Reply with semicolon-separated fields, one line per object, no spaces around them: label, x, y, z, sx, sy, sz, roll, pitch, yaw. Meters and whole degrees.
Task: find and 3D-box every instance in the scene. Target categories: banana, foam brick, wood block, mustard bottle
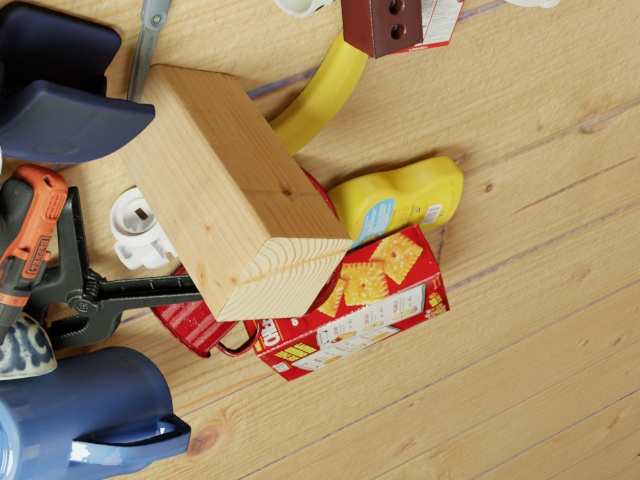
banana;-0.017;-0.122;0.974;0.198;0.037;0.069;-41;147;9
foam brick;0.050;-0.202;0.896;0.053;0.051;0.078;-23;126;-21
wood block;-0.076;-0.042;0.865;0.090;0.206;0.090;1;133;-43
mustard bottle;0.058;-0.033;1.142;0.191;0.058;0.096;-15;149;-29

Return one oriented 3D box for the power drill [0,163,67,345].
power drill;-0.275;0.023;0.800;0.184;0.057;0.187;-68;167;4

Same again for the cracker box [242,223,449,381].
cracker box;0.032;0.073;1.194;0.214;0.072;0.164;-24;160;3

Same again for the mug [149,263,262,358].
mug;-0.108;0.067;1.077;0.081;0.117;0.093;-44;-169;4

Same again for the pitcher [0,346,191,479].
pitcher;-0.243;0.176;0.996;0.149;0.145;0.242;-34;167;19

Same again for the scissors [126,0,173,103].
scissors;-0.110;-0.184;0.821;0.096;0.016;0.202;-22;145;-24

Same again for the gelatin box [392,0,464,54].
gelatin box;0.092;-0.214;0.962;0.073;0.030;0.089;-14;143;-28

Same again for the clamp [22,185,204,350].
clamp;-0.200;0.049;0.970;0.164;0.036;0.210;29;132;-19
